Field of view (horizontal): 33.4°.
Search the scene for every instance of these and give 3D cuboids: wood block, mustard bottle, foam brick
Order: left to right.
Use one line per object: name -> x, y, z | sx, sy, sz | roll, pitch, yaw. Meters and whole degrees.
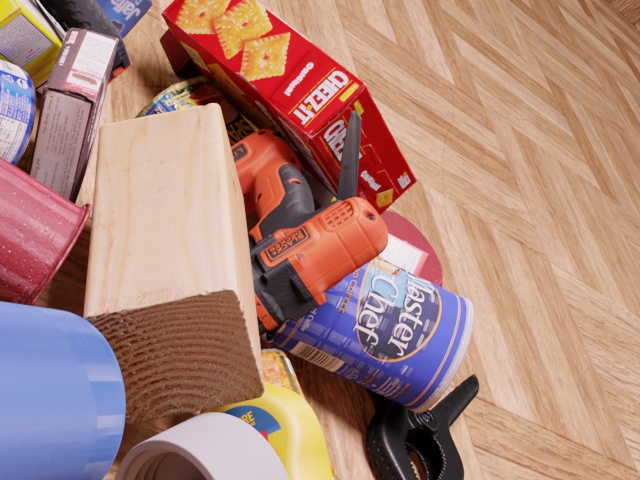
wood block -> -0.094, 0.007, 0.693 | 0.206, 0.090, 0.091 | -101, 180, -53
foam brick -> -0.108, -0.198, 1.043 | 0.052, 0.078, 0.051 | 7, 50, -50
mustard bottle -> -0.036, 0.151, 0.685 | 0.058, 0.096, 0.192 | 15, 43, -47

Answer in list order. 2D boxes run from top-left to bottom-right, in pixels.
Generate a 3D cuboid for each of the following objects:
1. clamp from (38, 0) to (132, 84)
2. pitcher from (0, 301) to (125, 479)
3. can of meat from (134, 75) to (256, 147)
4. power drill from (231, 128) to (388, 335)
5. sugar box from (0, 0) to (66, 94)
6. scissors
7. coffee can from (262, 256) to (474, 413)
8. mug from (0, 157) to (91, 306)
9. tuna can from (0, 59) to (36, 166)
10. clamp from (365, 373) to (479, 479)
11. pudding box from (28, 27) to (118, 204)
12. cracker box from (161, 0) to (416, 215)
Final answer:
clamp -> -0.194, -0.189, 0.780 | 0.120, 0.039, 0.171 | 50, -11, 35
pitcher -> -0.216, 0.074, 0.497 | 0.242, 0.145, 0.149 | 10, 66, -56
can of meat -> -0.106, -0.093, 0.938 | 0.084, 0.058, 0.102 | 47, 26, 2
power drill -> -0.055, 0.001, 0.814 | 0.057, 0.184, 0.188 | 59, -1, -36
sugar box -> -0.227, -0.162, 0.780 | 0.093, 0.048, 0.176 | 54, -3, 10
scissors -> 0.036, -0.010, 0.884 | 0.096, 0.202, 0.016 | 20, 36, -6
coffee can -> 0.038, 0.064, 0.862 | 0.140, 0.103, 0.102 | 26, 32, -10
mug -> -0.203, -0.007, 0.663 | 0.081, 0.093, 0.117 | 35, 0, -17
tuna can -> -0.226, -0.080, 0.709 | 0.033, 0.086, 0.086 | 19, 40, -46
clamp -> 0.087, 0.160, 0.916 | 0.164, 0.036, 0.210 | 24, 36, -26
pudding box -> -0.177, -0.080, 0.753 | 0.039, 0.114, 0.090 | 13, 37, -10
cracker box -> -0.027, -0.125, 0.944 | 0.214, 0.072, 0.164 | 43, -4, 32
